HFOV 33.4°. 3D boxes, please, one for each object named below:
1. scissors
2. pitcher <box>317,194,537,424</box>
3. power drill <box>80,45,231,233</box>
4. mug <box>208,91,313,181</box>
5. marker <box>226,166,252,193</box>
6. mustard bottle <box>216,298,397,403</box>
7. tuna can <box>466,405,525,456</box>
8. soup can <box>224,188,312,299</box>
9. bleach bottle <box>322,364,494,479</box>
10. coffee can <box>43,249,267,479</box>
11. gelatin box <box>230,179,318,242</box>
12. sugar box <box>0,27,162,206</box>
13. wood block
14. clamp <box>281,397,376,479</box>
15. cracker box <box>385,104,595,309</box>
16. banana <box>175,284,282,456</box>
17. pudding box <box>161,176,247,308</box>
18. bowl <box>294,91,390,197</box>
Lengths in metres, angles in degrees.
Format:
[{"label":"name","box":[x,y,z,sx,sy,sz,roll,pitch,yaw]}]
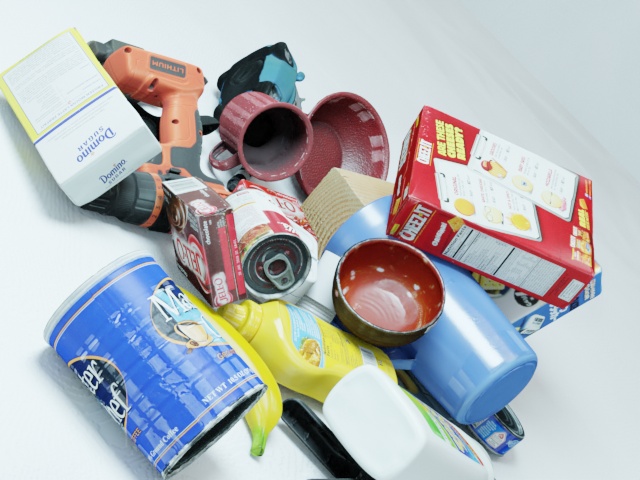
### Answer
[{"label":"scissors","box":[0.121,0.191,1.127,0.096,0.016,0.202,14,35,-45]},{"label":"pitcher","box":[0.108,0.079,1.142,0.243,0.149,0.144,50,14,28]},{"label":"power drill","box":[-0.169,-0.097,1.056,0.184,0.057,0.187,12,58,-41]},{"label":"mug","box":[-0.077,-0.117,1.230,0.082,0.117,0.093,39,-19,56]},{"label":"marker","box":[-0.087,-0.081,1.264,0.020,0.020,0.121,40,23,-5]},{"label":"mustard bottle","box":[-0.016,0.105,1.004,0.191,0.058,0.096,30,27,-28]},{"label":"tuna can","box":[0.187,0.195,1.183,0.086,0.034,0.086,44,15,-15]},{"label":"soup can","box":[-0.057,0.001,1.007,0.068,0.068,0.102,27,14,-32]},{"label":"bleach bottle","box":[0.099,0.191,0.992,0.103,0.068,0.250,49,8,32]},{"label":"coffee can","box":[-0.123,0.092,0.800,0.140,0.103,0.102,47,24,10]},{"label":"gelatin box","box":[-0.053,-0.026,1.209,0.089,0.030,0.073,19,32,-43]},{"label":"sugar box","box":[-0.225,-0.116,0.981,0.176,0.093,0.048,52,-5,35]},{"label":"wood block","box":[0.075,-0.014,1.316,0.205,0.090,0.091,10,38,-51]},{"label":"clamp","box":[0.028,0.205,0.928,0.171,0.039,0.120,35,26,-34]},{"label":"cracker box","box":[0.185,-0.036,1.149,0.213,0.072,0.164,22,42,-7]},{"label":"banana","box":[-0.093,0.095,0.926,0.198,0.037,0.069,48,22,13]},{"label":"pudding box","box":[-0.105,-0.001,0.963,0.039,0.090,0.114,-14,23,-18]},{"label":"bowl","box":[0.015,-0.108,1.364,0.161,0.162,0.055,20,-11,-42]}]
